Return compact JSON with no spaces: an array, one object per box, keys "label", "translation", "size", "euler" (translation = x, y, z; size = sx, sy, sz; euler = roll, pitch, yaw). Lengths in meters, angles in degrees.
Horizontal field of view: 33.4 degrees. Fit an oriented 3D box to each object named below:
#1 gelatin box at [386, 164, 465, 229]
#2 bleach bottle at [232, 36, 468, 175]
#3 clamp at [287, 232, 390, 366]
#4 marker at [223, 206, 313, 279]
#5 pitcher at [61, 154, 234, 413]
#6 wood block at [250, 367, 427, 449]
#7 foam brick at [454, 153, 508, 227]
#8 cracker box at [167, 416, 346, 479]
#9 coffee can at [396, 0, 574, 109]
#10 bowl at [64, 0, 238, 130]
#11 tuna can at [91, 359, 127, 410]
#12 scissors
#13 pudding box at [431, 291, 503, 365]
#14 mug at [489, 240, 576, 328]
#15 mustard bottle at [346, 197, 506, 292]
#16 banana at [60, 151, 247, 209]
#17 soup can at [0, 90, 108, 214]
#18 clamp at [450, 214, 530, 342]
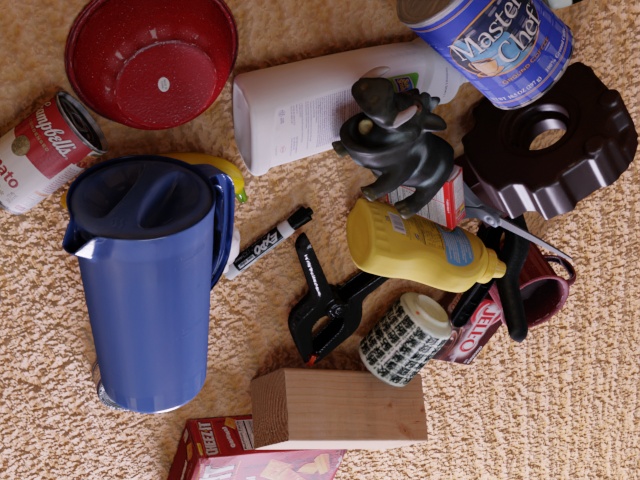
[{"label":"gelatin box","translation":[0.111,-0.060,1.151],"size":[0.030,0.089,0.073],"euler":[-46,145,-28]},{"label":"bleach bottle","translation":[0.041,-0.141,1.056],"size":[0.250,0.068,0.103],"euler":[-15,140,-16]},{"label":"clamp","translation":[0.009,0.067,1.261],"size":[0.164,0.036,0.210],"euler":[9,128,-32]},{"label":"marker","translation":[-0.058,0.001,1.178],"size":[0.121,0.020,0.020],"euler":[-36,137,11]},{"label":"pitcher","translation":[-0.158,0.044,1.032],"size":[0.149,0.145,0.243],"euler":[0,129,-4]},{"label":"wood block","translation":[0.024,0.216,1.355],"size":[0.205,0.090,0.091],"euler":[6,160,-30]},{"label":"foam brick","translation":[0.187,-0.063,1.209],"size":[0.053,0.051,0.078],"euler":[-31,137,6]},{"label":"cracker box","translation":[-0.088,0.311,1.428],"size":[0.213,0.072,0.164],"euler":[0,131,-25]},{"label":"coffee can","translation":[0.155,-0.204,0.998],"size":[0.140,0.103,0.103],"euler":[35,111,-31]},{"label":"bowl","translation":[-0.144,-0.154,0.958],"size":[0.162,0.055,0.162],"euler":[-13,135,-13]},{"label":"tuna can","translation":[-0.221,0.159,1.243],"size":[0.086,0.034,0.086],"euler":[-13,136,-14]},{"label":"scissors","translation":[0.179,-0.021,1.169],"size":[0.016,0.202,0.096],"euler":[-47,168,-23]},{"label":"pudding box","translation":[0.185,0.107,1.384],"size":[0.089,0.039,0.114],"euler":[13,125,-35]},{"label":"mug","translation":[0.260,0.047,1.329],"size":[0.117,0.081,0.093],"euler":[-17,137,-10]},{"label":"mustard bottle","translation":[0.126,0.012,1.199],"size":[0.191,0.096,0.058],"euler":[14,125,-23]},{"label":"banana","translation":[-0.155,-0.058,1.059],"size":[0.197,0.037,0.070],"euler":[-1,130,-25]},{"label":"soup can","translation":[-0.254,-0.079,0.969],"size":[0.102,0.068,0.068],"euler":[-35,137,10]},{"label":"clamp","translation":[0.205,0.036,1.278],"size":[0.039,0.171,0.120],"euler":[14,168,-40]}]
